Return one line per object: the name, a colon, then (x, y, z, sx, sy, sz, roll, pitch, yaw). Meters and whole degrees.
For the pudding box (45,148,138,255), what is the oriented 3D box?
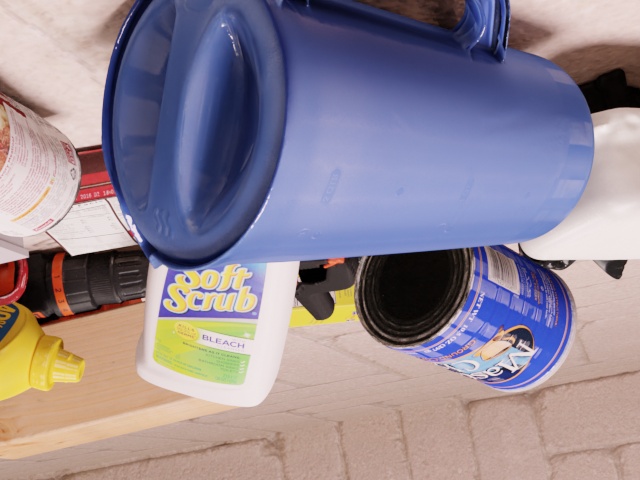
pudding box: (-0.137, -0.026, 0.699, 0.090, 0.039, 0.113, -9, 163, 0)

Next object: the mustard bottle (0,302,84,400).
mustard bottle: (-0.271, 0.076, 0.796, 0.191, 0.096, 0.058, 13, 120, 2)

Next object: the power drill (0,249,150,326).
power drill: (-0.211, 0.053, 0.926, 0.184, 0.057, 0.187, -6, 163, 5)

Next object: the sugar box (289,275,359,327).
sugar box: (-0.017, 0.061, 1.085, 0.176, 0.048, 0.093, -7, 166, -9)

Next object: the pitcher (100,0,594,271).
pitcher: (0.031, -0.060, 0.521, 0.242, 0.145, 0.149, 0, 176, -43)

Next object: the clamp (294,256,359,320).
clamp: (-0.021, 0.029, 0.873, 0.164, 0.036, 0.210, 14, 161, -28)

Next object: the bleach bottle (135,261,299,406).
bleach bottle: (-0.062, 0.000, 0.654, 0.102, 0.068, 0.251, 15, 137, 6)

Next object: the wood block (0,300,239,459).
wood block: (-0.175, 0.112, 0.879, 0.206, 0.091, 0.090, -14, 164, 2)

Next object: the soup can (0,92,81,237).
soup can: (-0.175, -0.044, 0.548, 0.068, 0.068, 0.102, -12, 165, 13)

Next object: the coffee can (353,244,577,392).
coffee can: (0.108, 0.046, 0.779, 0.103, 0.103, 0.140, -20, 149, 37)
